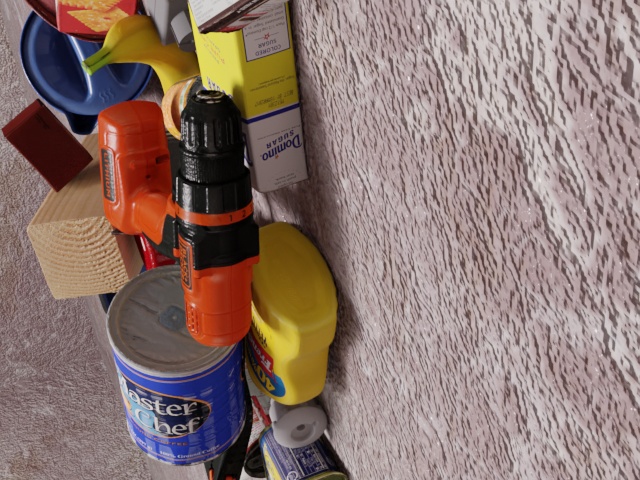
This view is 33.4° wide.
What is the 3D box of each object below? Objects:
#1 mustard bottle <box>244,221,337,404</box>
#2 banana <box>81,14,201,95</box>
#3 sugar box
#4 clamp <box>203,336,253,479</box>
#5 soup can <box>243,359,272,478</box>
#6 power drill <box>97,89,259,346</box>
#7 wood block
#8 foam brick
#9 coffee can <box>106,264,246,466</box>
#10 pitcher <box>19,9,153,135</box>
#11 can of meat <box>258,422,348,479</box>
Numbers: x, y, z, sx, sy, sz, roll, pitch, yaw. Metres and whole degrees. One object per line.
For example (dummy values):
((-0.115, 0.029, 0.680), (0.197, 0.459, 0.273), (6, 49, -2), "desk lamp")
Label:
((-0.028, 0.074, 0.835), (0.096, 0.058, 0.192), (59, 161, 27), "mustard bottle")
((-0.135, -0.144, 0.892), (0.037, 0.069, 0.197), (50, -174, 18), "banana")
((-0.053, -0.126, 0.712), (0.093, 0.048, 0.176), (-128, 26, -46), "sugar box")
((-0.088, 0.120, 0.978), (0.165, 0.036, 0.210), (-25, 68, 58), "clamp")
((-0.061, 0.168, 1.031), (0.068, 0.068, 0.102), (89, 157, -47), "soup can")
((-0.105, -0.039, 0.768), (0.188, 0.057, 0.184), (40, 135, 52), "power drill")
((-0.230, -0.036, 1.149), (0.206, 0.090, 0.091), (-80, -20, -57), "wood block")
((-0.279, -0.098, 1.093), (0.078, 0.053, 0.051), (51, 174, -23), "foam brick")
((-0.112, 0.102, 0.858), (0.140, 0.102, 0.103), (93, 153, -49), "coffee can")
((-0.260, -0.207, 1.177), (0.145, 0.149, 0.243), (49, 171, -13), "pitcher")
((-0.014, 0.220, 0.959), (0.084, 0.057, 0.102), (-126, 23, -50), "can of meat")
